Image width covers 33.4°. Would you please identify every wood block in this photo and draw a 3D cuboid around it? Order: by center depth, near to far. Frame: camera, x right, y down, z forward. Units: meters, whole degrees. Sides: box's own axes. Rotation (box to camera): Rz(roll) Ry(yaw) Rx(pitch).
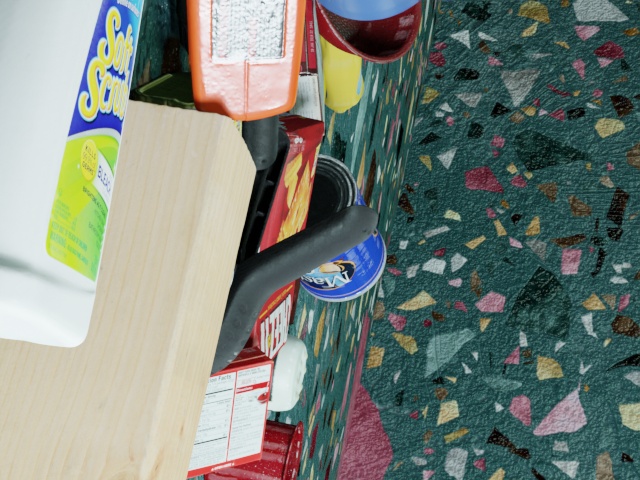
[{"bbox_3d":[-0.102,0.040,0.541,0.090,0.091,0.206,68,32,-75],"label":"wood block"}]

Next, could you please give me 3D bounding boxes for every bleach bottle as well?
[{"bbox_3d":[-0.109,-0.088,0.440,0.102,0.068,0.251,72,27,-75],"label":"bleach bottle"}]

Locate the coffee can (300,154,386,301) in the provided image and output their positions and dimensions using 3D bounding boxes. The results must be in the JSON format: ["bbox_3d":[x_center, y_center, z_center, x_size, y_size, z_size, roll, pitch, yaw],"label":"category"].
[{"bbox_3d":[0.004,-0.011,1.104,0.140,0.103,0.102,60,39,-59],"label":"coffee can"}]

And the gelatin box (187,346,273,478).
[{"bbox_3d":[-0.077,0.128,0.803,0.073,0.030,0.089,-7,113,-38],"label":"gelatin box"}]

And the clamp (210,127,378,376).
[{"bbox_3d":[-0.053,0.028,0.728,0.210,0.036,0.165,-56,-147,0],"label":"clamp"}]

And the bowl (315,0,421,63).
[{"bbox_3d":[0.030,-0.254,1.090,0.161,0.055,0.162,10,75,-43],"label":"bowl"}]

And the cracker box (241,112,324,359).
[{"bbox_3d":[-0.056,0.001,0.898,0.164,0.072,0.214,-41,141,-77],"label":"cracker box"}]

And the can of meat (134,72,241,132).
[{"bbox_3d":[-0.083,-0.059,0.680,0.102,0.057,0.084,-61,157,-69],"label":"can of meat"}]

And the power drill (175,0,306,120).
[{"bbox_3d":[-0.054,-0.145,0.583,0.188,0.057,0.184,-109,-163,-49],"label":"power drill"}]

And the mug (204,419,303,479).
[{"bbox_3d":[-0.067,0.227,1.069,0.093,0.081,0.117,-70,167,-51],"label":"mug"}]
